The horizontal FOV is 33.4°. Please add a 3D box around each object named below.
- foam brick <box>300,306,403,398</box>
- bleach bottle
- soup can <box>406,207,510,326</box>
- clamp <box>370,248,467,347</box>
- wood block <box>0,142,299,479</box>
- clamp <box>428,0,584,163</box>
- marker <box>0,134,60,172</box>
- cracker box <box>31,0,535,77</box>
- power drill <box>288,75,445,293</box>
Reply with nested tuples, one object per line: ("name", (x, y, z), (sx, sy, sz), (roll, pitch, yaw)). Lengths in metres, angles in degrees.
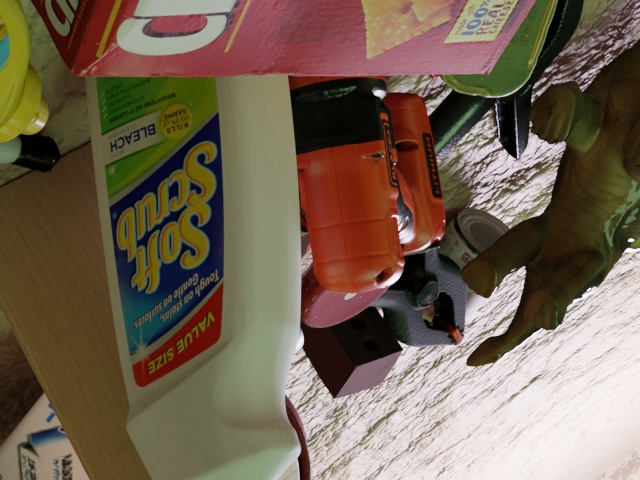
("foam brick", (0.021, 0.083, 0.890), (0.052, 0.078, 0.051), (-13, 148, -37))
("bleach bottle", (-0.047, 0.010, 0.477), (0.103, 0.251, 0.068), (-18, 161, 25))
("soup can", (0.119, 0.029, 0.927), (0.068, 0.068, 0.102), (-8, 142, -43))
("clamp", (0.077, 0.025, 0.845), (0.120, 0.039, 0.171), (-50, 138, 1))
("wood block", (-0.102, 0.060, 0.563), (0.090, 0.206, 0.090), (-29, 153, -14))
("clamp", (0.129, -0.114, 0.734), (0.164, 0.036, 0.210), (-18, 147, -45))
("marker", (-0.173, -0.049, 0.509), (0.020, 0.020, 0.120), (-47, 151, 23))
("cracker box", (0.015, -0.141, 0.397), (0.213, 0.072, 0.164), (-8, 143, -38))
("power drill", (0.023, -0.062, 0.600), (0.057, 0.184, 0.187), (-7, 176, 15))
